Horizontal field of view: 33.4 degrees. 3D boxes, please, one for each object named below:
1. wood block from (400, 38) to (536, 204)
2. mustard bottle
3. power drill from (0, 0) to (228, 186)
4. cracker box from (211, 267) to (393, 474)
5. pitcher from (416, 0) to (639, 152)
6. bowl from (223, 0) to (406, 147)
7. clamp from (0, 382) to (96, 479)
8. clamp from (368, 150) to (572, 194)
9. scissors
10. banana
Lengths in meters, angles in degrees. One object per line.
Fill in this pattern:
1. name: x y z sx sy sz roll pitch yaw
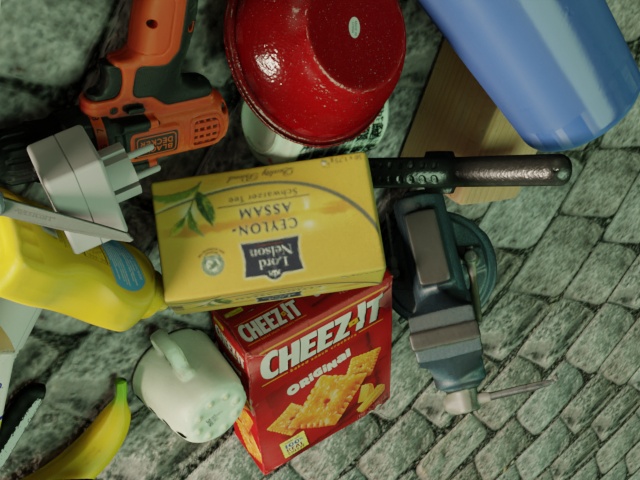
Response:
1. wood block: 0.163 -0.146 0.986 0.090 0.091 0.206 -9 129 -42
2. mustard bottle: -0.176 0.021 0.782 0.058 0.096 0.191 -50 145 9
3. power drill: -0.142 -0.128 0.716 0.184 0.057 0.188 -18 136 -31
4. cracker box: -0.010 0.117 1.049 0.164 0.072 0.214 -28 144 -20
5. pitcher: 0.155 -0.195 0.824 0.149 0.145 0.242 -27 121 23
6. bowl: 0.011 -0.151 0.786 0.161 0.055 0.162 1 89 -36
7. clamp: -0.269 0.210 0.884 0.171 0.039 0.120 -37 109 -10
8. clamp: 0.108 -0.058 0.908 0.164 0.210 0.036 -10 99 -75
9. scissors: -0.206 -0.038 0.640 0.201 0.016 0.096 2 132 -19
10. banana: -0.238 0.202 0.941 0.197 0.037 0.069 -40 120 -15
